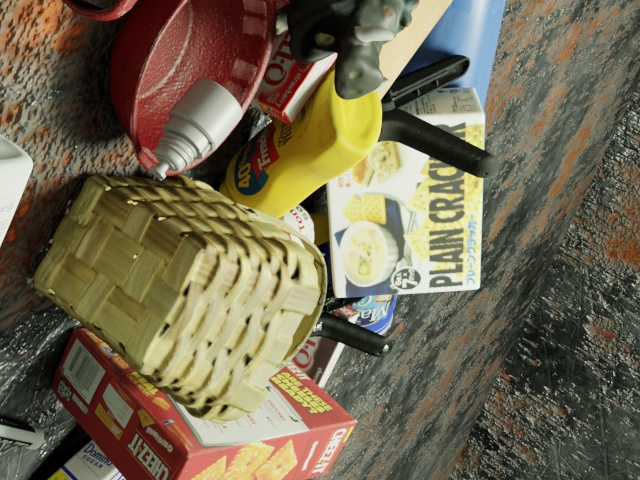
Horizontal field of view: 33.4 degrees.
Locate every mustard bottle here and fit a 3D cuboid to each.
[{"bbox_3d":[-0.029,-0.070,0.926,0.192,0.058,0.096,-34,-140,42],"label":"mustard bottle"}]

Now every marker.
[{"bbox_3d":[-0.251,0.148,0.834,0.020,0.020,0.121,-57,161,-8],"label":"marker"}]

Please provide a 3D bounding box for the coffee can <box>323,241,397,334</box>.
[{"bbox_3d":[0.049,0.041,1.303,0.102,0.103,0.140,-43,155,-39],"label":"coffee can"}]

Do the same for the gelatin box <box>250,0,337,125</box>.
[{"bbox_3d":[-0.033,-0.149,0.867,0.089,0.073,0.030,-57,159,-8],"label":"gelatin box"}]

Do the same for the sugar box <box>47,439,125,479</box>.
[{"bbox_3d":[-0.230,0.250,0.963,0.176,0.048,0.093,-40,154,-21],"label":"sugar box"}]

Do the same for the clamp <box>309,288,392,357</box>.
[{"bbox_3d":[-0.005,0.086,1.166,0.171,0.120,0.039,-2,119,-23],"label":"clamp"}]

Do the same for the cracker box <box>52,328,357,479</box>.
[{"bbox_3d":[-0.098,0.144,0.920,0.213,0.164,0.072,2,121,-52],"label":"cracker box"}]

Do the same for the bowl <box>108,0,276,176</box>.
[{"bbox_3d":[-0.099,-0.129,0.757,0.162,0.055,0.162,-49,158,-28],"label":"bowl"}]

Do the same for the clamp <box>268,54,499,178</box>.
[{"bbox_3d":[0.060,-0.114,0.984,0.209,0.164,0.036,-4,136,-12],"label":"clamp"}]

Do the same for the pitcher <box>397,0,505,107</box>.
[{"bbox_3d":[0.128,-0.191,1.134,0.149,0.145,0.243,-90,-172,-52],"label":"pitcher"}]

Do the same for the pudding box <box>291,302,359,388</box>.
[{"bbox_3d":[-0.017,0.111,1.260,0.039,0.090,0.114,-22,139,-61],"label":"pudding box"}]
